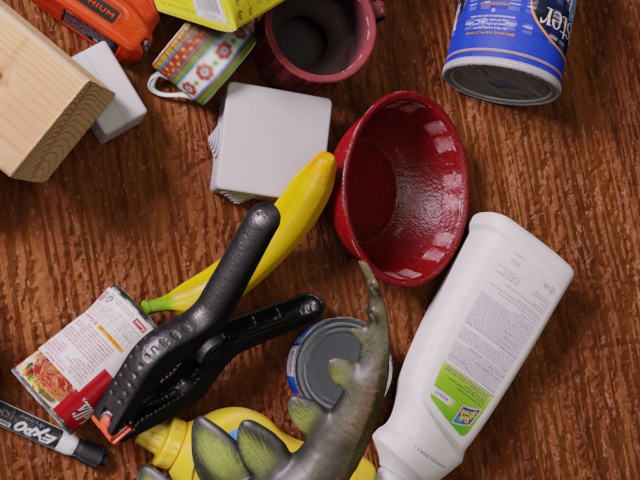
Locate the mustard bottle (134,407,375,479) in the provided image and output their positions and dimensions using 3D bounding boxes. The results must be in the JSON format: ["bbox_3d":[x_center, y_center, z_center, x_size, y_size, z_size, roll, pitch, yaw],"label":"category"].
[{"bbox_3d":[-0.058,0.188,0.857,0.191,0.058,0.096,25,86,-13],"label":"mustard bottle"}]

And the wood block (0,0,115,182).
[{"bbox_3d":[-0.266,-0.143,0.781,0.206,0.090,0.091,40,92,1],"label":"wood block"}]

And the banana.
[{"bbox_3d":[-0.052,0.006,0.852,0.198,0.069,0.037,-41,72,11],"label":"banana"}]

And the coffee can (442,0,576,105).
[{"bbox_3d":[0.170,-0.200,0.929,0.102,0.103,0.140,15,82,-14],"label":"coffee can"}]

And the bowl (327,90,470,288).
[{"bbox_3d":[0.056,-0.042,0.889,0.161,0.055,0.162,-2,93,-46],"label":"bowl"}]

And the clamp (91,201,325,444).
[{"bbox_3d":[-0.089,0.069,0.814,0.209,0.164,0.036,-38,57,-17],"label":"clamp"}]

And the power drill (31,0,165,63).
[{"bbox_3d":[-0.155,-0.254,0.865,0.184,0.057,0.187,35,78,-10],"label":"power drill"}]

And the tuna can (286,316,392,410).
[{"bbox_3d":[0.015,0.107,0.896,0.086,0.034,0.086,1,85,-16],"label":"tuna can"}]

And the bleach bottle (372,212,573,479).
[{"bbox_3d":[0.113,0.105,0.910,0.102,0.068,0.250,36,79,-13],"label":"bleach bottle"}]

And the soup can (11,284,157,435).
[{"bbox_3d":[-0.177,0.091,0.826,0.102,0.069,0.068,-42,97,-15],"label":"soup can"}]

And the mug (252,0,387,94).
[{"bbox_3d":[0.000,-0.173,0.889,0.117,0.082,0.093,-25,93,-16],"label":"mug"}]

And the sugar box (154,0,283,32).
[{"bbox_3d":[-0.039,-0.226,0.829,0.176,0.093,0.048,-41,136,-27],"label":"sugar box"}]

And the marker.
[{"bbox_3d":[-0.221,0.148,0.834,0.121,0.020,0.020,28,79,-12],"label":"marker"}]
